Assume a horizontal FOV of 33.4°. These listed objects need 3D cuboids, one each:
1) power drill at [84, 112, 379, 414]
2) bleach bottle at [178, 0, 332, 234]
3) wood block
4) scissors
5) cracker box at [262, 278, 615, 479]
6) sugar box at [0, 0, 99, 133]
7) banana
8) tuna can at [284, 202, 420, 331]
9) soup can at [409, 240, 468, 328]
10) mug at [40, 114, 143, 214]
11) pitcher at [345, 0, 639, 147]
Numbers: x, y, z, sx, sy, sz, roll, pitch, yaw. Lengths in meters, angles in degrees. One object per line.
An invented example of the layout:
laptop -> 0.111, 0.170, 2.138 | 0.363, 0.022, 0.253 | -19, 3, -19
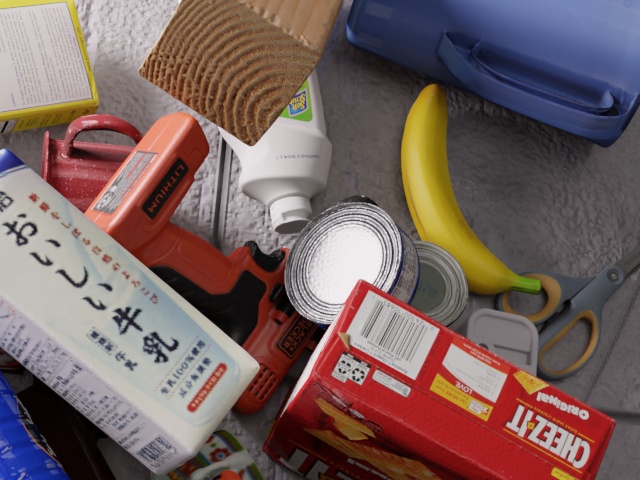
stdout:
power drill -> -0.055, 0.001, 0.732 | 0.187, 0.057, 0.184 | 45, 70, -28
bleach bottle -> -0.053, -0.125, 0.837 | 0.102, 0.068, 0.251 | -6, 70, -17
wood block -> -0.037, -0.172, 0.735 | 0.090, 0.090, 0.206 | 32, 40, -12
scissors -> 0.213, 0.024, 0.854 | 0.096, 0.016, 0.201 | 37, 64, 5
cracker box -> 0.059, 0.124, 0.666 | 0.164, 0.214, 0.072 | 29, 65, 1
sugar box -> -0.258, -0.122, 0.778 | 0.176, 0.048, 0.093 | -13, 83, -25
banana -> 0.101, -0.033, 0.844 | 0.069, 0.037, 0.198 | -15, 69, -21
tuna can -> 0.021, 0.020, 0.699 | 0.086, 0.033, 0.086 | -15, 59, 26
soup can -> 0.058, 0.049, 0.761 | 0.068, 0.102, 0.068 | 5, 66, -11
mug -> -0.154, -0.037, 0.750 | 0.081, 0.117, 0.093 | 4, 35, -16
pitcher -> 0.146, -0.168, 0.862 | 0.243, 0.149, 0.145 | 18, 88, 0
